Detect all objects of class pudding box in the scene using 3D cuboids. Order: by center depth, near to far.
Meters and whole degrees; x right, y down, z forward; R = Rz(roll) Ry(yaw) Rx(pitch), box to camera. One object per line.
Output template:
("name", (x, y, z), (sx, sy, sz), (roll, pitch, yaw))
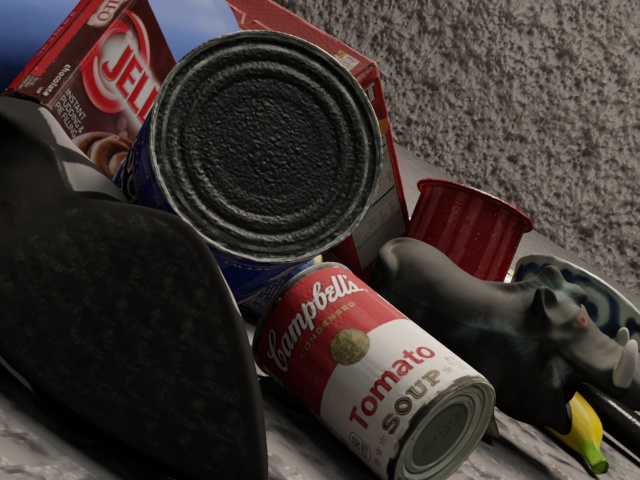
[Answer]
("pudding box", (-0.113, -0.069, 0.584), (0.039, 0.090, 0.113), (17, -31, 25))

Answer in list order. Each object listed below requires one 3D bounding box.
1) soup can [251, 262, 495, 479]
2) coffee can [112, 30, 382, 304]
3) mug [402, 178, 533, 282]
("soup can", (0.024, 0.065, 0.511), (0.102, 0.068, 0.068), (38, 12, 36))
("coffee can", (-0.043, -0.026, 0.510), (0.102, 0.102, 0.140), (29, -19, -11))
("mug", (0.098, 0.011, 0.805), (0.093, 0.081, 0.117), (25, -9, -9))
